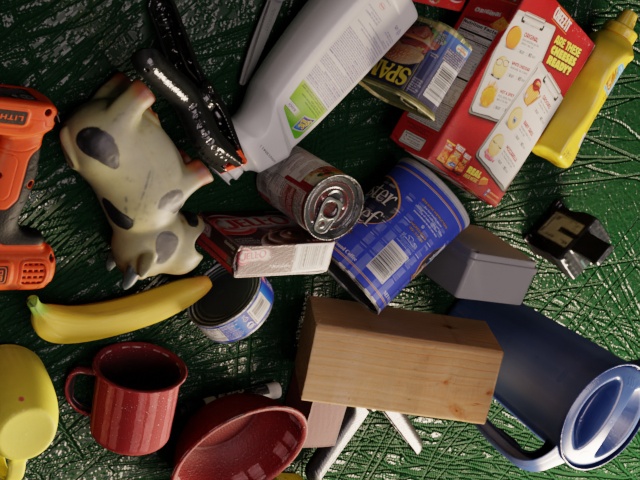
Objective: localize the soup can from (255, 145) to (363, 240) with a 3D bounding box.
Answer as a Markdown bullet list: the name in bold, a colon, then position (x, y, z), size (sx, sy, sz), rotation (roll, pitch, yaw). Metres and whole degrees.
- **soup can**: position (-0.013, -0.050, 1.065), size (0.068, 0.102, 0.068), rotation (-15, 119, -28)

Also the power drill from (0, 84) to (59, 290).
- **power drill**: position (-0.306, -0.041, 0.905), size (0.184, 0.057, 0.188), rotation (0, 115, -38)

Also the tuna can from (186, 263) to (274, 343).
- **tuna can**: position (-0.090, 0.061, 1.079), size (0.086, 0.086, 0.033), rotation (-44, 130, -9)

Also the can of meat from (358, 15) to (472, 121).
- **can of meat**: position (0.094, -0.178, 1.077), size (0.057, 0.102, 0.084), rotation (31, 91, -39)

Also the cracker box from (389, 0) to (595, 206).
- **cracker box**: position (0.186, -0.162, 1.152), size (0.164, 0.072, 0.214), rotation (26, 96, -51)

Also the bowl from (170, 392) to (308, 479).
- **bowl**: position (-0.096, 0.215, 1.152), size (0.162, 0.055, 0.162), rotation (-21, 141, -18)

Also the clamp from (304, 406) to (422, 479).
- **clamp**: position (0.069, 0.188, 1.279), size (0.164, 0.036, 0.210), rotation (-2, 113, -33)

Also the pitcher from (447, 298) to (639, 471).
- **pitcher**: position (0.245, 0.156, 1.247), size (0.149, 0.243, 0.145), rotation (3, 110, -35)

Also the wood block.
- **wood block**: position (0.083, 0.129, 1.171), size (0.206, 0.091, 0.090), rotation (9, 108, -8)

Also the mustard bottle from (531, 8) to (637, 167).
- **mustard bottle**: position (0.310, -0.180, 1.233), size (0.191, 0.058, 0.096), rotation (-60, 168, 4)

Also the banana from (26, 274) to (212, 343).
- **banana**: position (-0.198, 0.069, 1.029), size (0.197, 0.037, 0.070), rotation (-8, 159, -40)

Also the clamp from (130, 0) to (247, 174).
- **clamp**: position (-0.116, -0.125, 0.942), size (0.039, 0.120, 0.171), rotation (-18, 116, 21)

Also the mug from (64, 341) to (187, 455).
- **mug**: position (-0.196, 0.157, 1.061), size (0.117, 0.093, 0.081), rotation (11, 114, -5)

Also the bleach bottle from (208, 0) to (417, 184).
- **bleach bottle**: position (-0.019, -0.160, 1.031), size (0.251, 0.068, 0.102), rotation (-48, 141, -3)

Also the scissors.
- **scissors**: position (-0.021, -0.245, 1.021), size (0.096, 0.016, 0.202), rotation (-3, 114, -33)

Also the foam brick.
- **foam brick**: position (-0.007, 0.191, 1.219), size (0.051, 0.053, 0.078), rotation (5, 110, -35)

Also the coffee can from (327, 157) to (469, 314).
- **coffee can**: position (0.075, -0.005, 1.146), size (0.140, 0.103, 0.102), rotation (-44, 129, -8)

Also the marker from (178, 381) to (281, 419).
- **marker**: position (-0.099, 0.175, 1.171), size (0.120, 0.020, 0.020), rotation (-8, 116, -31)

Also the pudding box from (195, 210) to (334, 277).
- **pudding box**: position (-0.057, 0.001, 1.069), size (0.113, 0.090, 0.039), rotation (0, 114, -34)
